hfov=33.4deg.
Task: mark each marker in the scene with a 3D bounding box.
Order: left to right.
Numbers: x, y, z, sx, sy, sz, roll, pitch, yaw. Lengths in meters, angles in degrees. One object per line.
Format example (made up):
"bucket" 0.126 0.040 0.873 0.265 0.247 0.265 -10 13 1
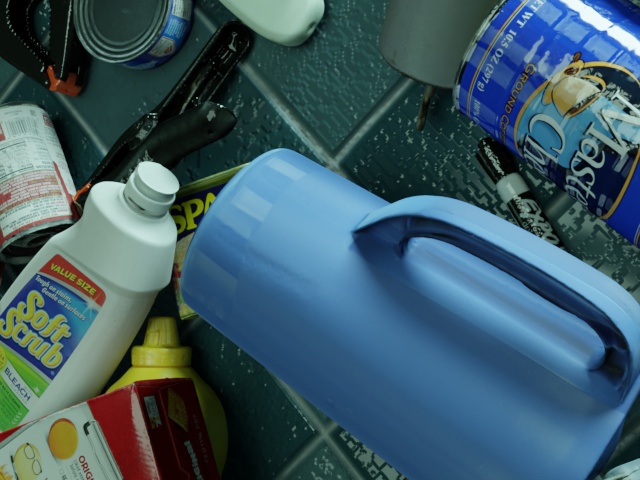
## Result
"marker" 0.126 -0.009 0.628 0.020 0.020 0.121 -35 72 22

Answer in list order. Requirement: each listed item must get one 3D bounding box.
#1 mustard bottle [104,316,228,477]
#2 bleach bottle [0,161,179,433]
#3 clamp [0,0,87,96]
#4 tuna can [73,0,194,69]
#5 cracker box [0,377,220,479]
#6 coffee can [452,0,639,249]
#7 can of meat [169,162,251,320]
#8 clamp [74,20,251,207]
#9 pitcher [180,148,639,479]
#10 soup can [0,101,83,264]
"mustard bottle" -0.109 0.147 0.722 0.096 0.058 0.191 -1 87 28
"bleach bottle" -0.168 0.042 0.722 0.103 0.067 0.251 49 123 20
"clamp" -0.235 -0.201 0.819 0.165 0.036 0.210 -21 78 25
"tuna can" -0.133 -0.167 0.765 0.086 0.033 0.086 -2 87 28
"cracker box" -0.157 0.194 0.672 0.214 0.072 0.164 -22 78 25
"coffee can" 0.156 -0.069 0.567 0.140 0.102 0.103 42 106 24
"can of meat" -0.055 0.001 0.703 0.102 0.057 0.084 -16 82 27
"clamp" -0.107 -0.065 0.716 0.039 0.120 0.172 37 113 -18
"pitcher" 0.049 0.046 0.573 0.243 0.145 0.149 33 95 14
"soup can" -0.217 -0.042 0.784 0.069 0.068 0.102 -29 74 24
